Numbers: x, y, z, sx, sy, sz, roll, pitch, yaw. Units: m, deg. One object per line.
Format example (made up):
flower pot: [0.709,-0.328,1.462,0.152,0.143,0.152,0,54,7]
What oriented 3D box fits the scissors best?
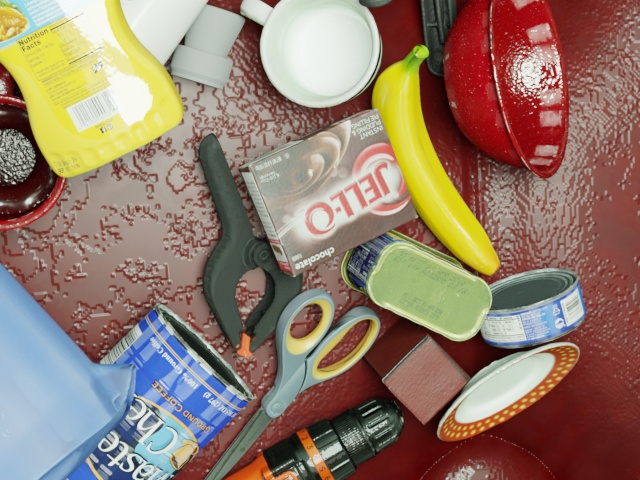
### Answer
scissors: [-0.040,0.113,0.839,0.201,0.016,0.096,-39,128,-3]

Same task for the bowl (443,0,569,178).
bowl: [0.136,-0.123,0.804,0.055,0.161,0.162,-7,102,30]

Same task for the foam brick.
foam brick: [0.074,0.100,0.841,0.051,0.078,0.053,-44,101,-1]

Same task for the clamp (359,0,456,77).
clamp: [0.083,-0.233,0.790,0.036,0.164,0.210,6,76,24]

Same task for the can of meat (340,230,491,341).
can of meat: [0.075,0.032,0.827,0.102,0.084,0.057,25,93,-13]

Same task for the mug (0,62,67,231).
mug: [-0.225,-0.070,0.759,0.093,0.081,0.117,-1,98,-10]

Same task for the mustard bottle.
mustard bottle: [-0.170,-0.142,0.679,0.096,0.058,0.191,-25,110,5]

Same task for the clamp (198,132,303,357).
clamp: [-0.055,0.001,0.822,0.120,0.039,0.171,18,91,-14]

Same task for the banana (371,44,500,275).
banana: [0.082,-0.058,0.824,0.037,0.070,0.198,-34,117,-19]

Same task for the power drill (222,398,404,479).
power drill: [0.015,0.239,0.862,0.184,0.057,0.187,-28,100,-3]

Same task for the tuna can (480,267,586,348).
tuna can: [0.165,0.053,0.846,0.086,0.086,0.034,-20,103,-7]

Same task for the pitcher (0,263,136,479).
pitcher: [-0.251,0.069,0.680,0.243,0.149,0.145,49,132,4]

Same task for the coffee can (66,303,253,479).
coffee can: [-0.135,0.132,0.794,0.140,0.103,0.102,-45,103,-2]

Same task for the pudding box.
pudding box: [0.006,-0.037,0.797,0.113,0.039,0.090,-25,102,-15]
